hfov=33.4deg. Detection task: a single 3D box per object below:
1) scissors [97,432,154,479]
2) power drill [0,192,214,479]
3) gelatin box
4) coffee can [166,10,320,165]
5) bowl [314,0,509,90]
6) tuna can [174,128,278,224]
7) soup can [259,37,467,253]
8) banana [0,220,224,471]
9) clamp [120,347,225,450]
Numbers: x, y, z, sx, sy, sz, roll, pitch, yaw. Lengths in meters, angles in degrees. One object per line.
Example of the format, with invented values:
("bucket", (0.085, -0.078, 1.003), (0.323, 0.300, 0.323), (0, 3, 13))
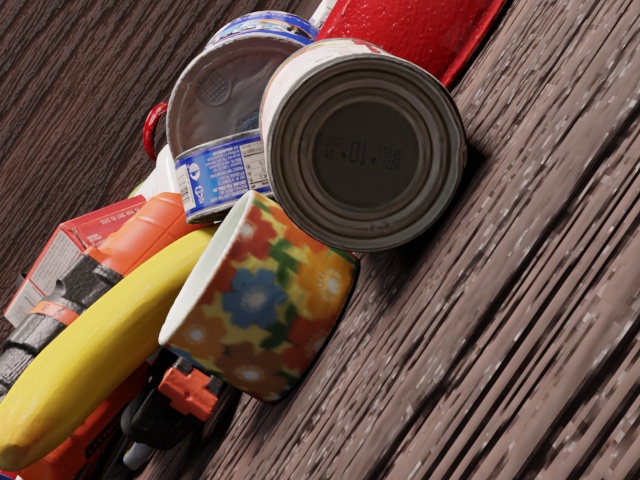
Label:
("scissors", (-0.098, 0.087, 0.716), (0.096, 0.016, 0.201), (-41, 20, 57))
("power drill", (-0.137, 0.076, 0.595), (0.184, 0.057, 0.188), (-49, -4, -34))
("gelatin box", (-0.142, 0.018, 0.652), (0.089, 0.030, 0.073), (-50, -13, 32))
("coffee can", (-0.033, -0.080, 0.643), (0.103, 0.102, 0.140), (-56, 10, 14))
("bowl", (0.044, -0.118, 0.518), (0.162, 0.055, 0.162), (-56, 9, 13))
("tuna can", (-0.029, -0.034, 0.535), (0.086, 0.086, 0.034), (160, 97, -75))
("soup can", (0.012, -0.039, 0.394), (0.068, 0.068, 0.102), (-57, 10, 9))
("banana", (-0.084, 0.037, 0.484), (0.197, 0.037, 0.070), (-43, 7, -39))
("clamp", (-0.064, 0.060, 0.566), (0.120, 0.039, 0.172), (-63, 10, -11))
